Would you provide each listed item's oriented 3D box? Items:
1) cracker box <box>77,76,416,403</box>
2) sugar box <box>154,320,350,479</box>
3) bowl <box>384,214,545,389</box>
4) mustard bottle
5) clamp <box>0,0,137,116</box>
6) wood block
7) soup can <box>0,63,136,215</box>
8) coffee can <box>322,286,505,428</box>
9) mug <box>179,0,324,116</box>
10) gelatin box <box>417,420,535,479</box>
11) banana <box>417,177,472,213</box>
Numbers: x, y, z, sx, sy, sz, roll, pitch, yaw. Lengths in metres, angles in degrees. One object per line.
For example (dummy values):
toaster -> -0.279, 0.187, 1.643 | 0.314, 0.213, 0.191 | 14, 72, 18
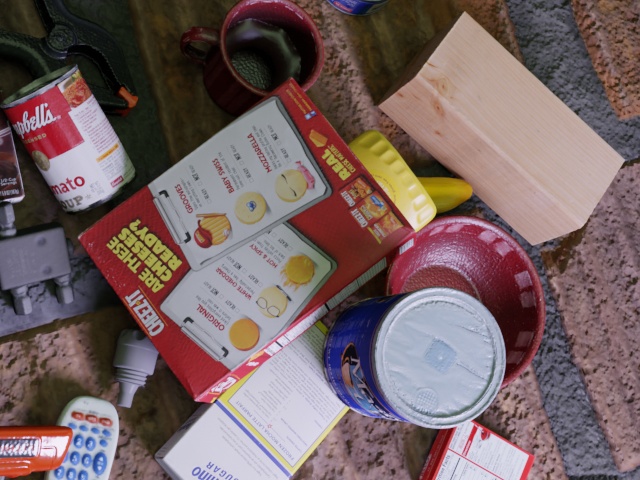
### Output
cracker box -> -0.056, 0.001, 0.851 | 0.213, 0.072, 0.164 | -38, 77, -2
sugar box -> -0.046, 0.148, 0.891 | 0.093, 0.048, 0.176 | 47, 70, -7
bowl -> 0.121, 0.060, 0.967 | 0.162, 0.055, 0.162 | 4, 78, -20
mustard bottle -> -0.002, -0.004, 0.915 | 0.191, 0.058, 0.096 | -37, 95, -3
clamp -> -0.221, -0.174, 0.894 | 0.171, 0.039, 0.120 | 32, 74, -19
wood block -> 0.168, -0.101, 1.001 | 0.206, 0.090, 0.090 | 40, 68, -9
soup can -> -0.199, -0.080, 0.851 | 0.068, 0.069, 0.102 | -36, 113, -24
coffee can -> 0.069, 0.091, 0.837 | 0.102, 0.140, 0.103 | 2, 84, -15
mug -> -0.065, -0.158, 0.926 | 0.117, 0.082, 0.093 | 10, 76, -19
gelatin box -> 0.139, 0.207, 0.959 | 0.089, 0.030, 0.073 | 31, 71, -13
banana -> 0.049, -0.060, 0.974 | 0.197, 0.037, 0.069 | 24, 74, -15
